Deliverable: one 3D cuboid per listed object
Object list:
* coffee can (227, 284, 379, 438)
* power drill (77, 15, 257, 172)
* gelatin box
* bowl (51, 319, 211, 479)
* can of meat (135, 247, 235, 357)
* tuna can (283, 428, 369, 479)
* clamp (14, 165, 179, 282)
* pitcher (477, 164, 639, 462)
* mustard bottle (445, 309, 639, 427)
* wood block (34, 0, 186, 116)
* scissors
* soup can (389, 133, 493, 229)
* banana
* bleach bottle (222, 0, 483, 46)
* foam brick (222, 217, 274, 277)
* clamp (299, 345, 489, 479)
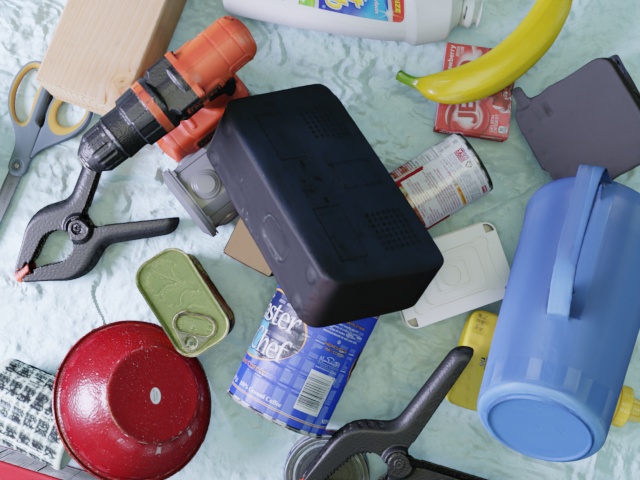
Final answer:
[{"bbox_3d":[-0.014,0.103,1.020,0.103,0.103,0.140,26,89,2],"label":"coffee can"},{"bbox_3d":[-0.133,-0.120,0.989,0.184,0.187,0.057,-38,89,-1],"label":"power drill"},{"bbox_3d":[0.154,-0.146,1.058,0.073,0.030,0.089,8,88,2],"label":"gelatin box"},{"bbox_3d":[-0.167,0.149,1.009,0.161,0.055,0.162,9,71,-28],"label":"bowl"},{"bbox_3d":[-0.128,0.059,1.035,0.057,0.084,0.102,-33,87,0],"label":"can of meat"},{"bbox_3d":[0.006,0.230,1.049,0.086,0.034,0.086,0,88,2],"label":"tuna can"},{"bbox_3d":[-0.239,-0.025,1.064,0.171,0.039,0.120,-30,86,1],"label":"clamp"},{"bbox_3d":[0.218,0.061,0.936,0.149,0.145,0.242,39,51,-16],"label":"pitcher"},{"bbox_3d":[0.224,0.139,1.032,0.191,0.058,0.096,18,84,3],"label":"mustard bottle"},{"bbox_3d":[-0.188,-0.227,1.035,0.091,0.090,0.206,20,86,0],"label":"wood block"},{"bbox_3d":[-0.285,-0.080,1.079,0.096,0.016,0.202,8,89,2],"label":"scissors"},{"bbox_3d":[0.107,-0.051,1.038,0.102,0.068,0.068,-32,87,0],"label":"soup can"},{"bbox_3d":[0.172,-0.184,1.025,0.198,0.037,0.069,-31,85,-2],"label":"banana"},{"bbox_3d":[0.035,-0.252,1.051,0.251,0.068,0.102,9,89,0],"label":"bleach bottle"},{"bbox_3d":[-0.057,0.001,1.037,0.053,0.078,0.051,27,91,3],"label":"foam brick"},{"bbox_3d":[0.075,0.194,1.006,0.210,0.036,0.164,-13,97,5],"label":"clamp"}]
